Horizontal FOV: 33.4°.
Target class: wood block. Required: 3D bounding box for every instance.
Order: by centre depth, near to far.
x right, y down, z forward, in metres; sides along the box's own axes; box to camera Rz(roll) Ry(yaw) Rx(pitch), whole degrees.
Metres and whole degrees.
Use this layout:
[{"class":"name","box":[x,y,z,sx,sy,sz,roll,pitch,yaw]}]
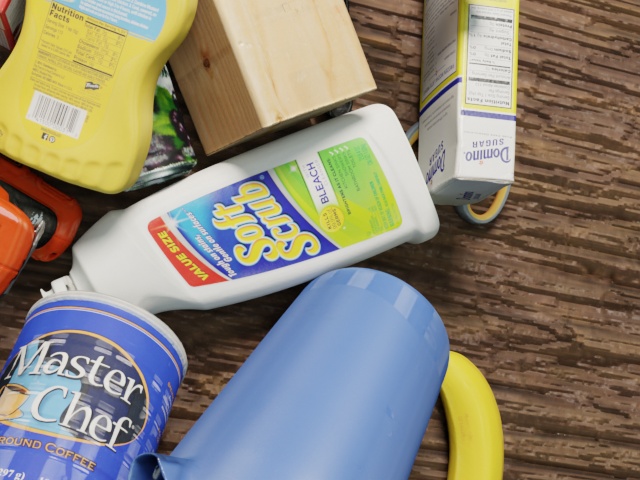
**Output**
[{"class":"wood block","box":[-0.057,-0.170,0.674,0.090,0.091,0.206,-23,94,-31]}]

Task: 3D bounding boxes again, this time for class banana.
[{"class":"banana","box":[0.093,0.163,0.743,0.069,0.037,0.198,-1,87,1]}]

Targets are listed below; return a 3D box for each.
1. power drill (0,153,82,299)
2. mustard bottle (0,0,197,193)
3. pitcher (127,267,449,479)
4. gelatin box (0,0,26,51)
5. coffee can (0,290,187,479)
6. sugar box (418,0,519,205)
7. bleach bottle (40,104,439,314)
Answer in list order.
[{"class":"power drill","box":[-0.218,-0.036,0.583,0.184,0.188,0.057,30,96,-15]},{"class":"mustard bottle","box":[-0.124,-0.130,0.613,0.096,0.058,0.192,23,104,5]},{"class":"pitcher","box":[-0.003,0.130,0.610,0.145,0.149,0.242,22,38,11]},{"class":"gelatin box","box":[-0.186,-0.162,0.646,0.030,0.089,0.073,25,81,-8]},{"class":"coffee can","box":[-0.144,0.114,0.609,0.102,0.103,0.140,28,47,-13]},{"class":"sugar box","box":[0.098,-0.116,0.708,0.048,0.093,0.176,2,83,-10]},{"class":"bleach bottle","box":[-0.055,0.001,0.693,0.250,0.068,0.102,-25,97,-13]}]
